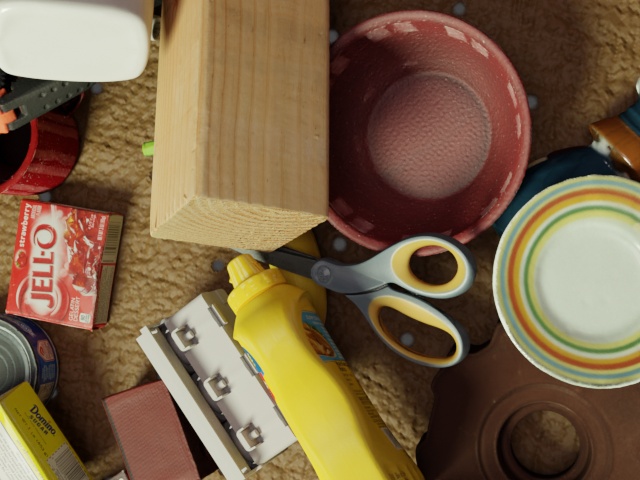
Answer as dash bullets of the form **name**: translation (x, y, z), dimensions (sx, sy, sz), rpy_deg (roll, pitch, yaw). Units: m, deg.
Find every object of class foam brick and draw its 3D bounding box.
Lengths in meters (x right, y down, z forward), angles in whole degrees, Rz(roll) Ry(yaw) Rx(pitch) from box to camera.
- **foam brick**: translation (-0.113, 0.139, 0.770), dimensions (0.051, 0.053, 0.078), rpy_deg (-22, 85, 12)

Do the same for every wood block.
- **wood block**: translation (-0.052, -0.106, 0.697), dimensions (0.090, 0.091, 0.206), rpy_deg (8, 72, -25)

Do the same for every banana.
- **banana**: translation (-0.044, -0.013, 0.765), dimensions (0.070, 0.037, 0.198), rpy_deg (-41, 80, 21)

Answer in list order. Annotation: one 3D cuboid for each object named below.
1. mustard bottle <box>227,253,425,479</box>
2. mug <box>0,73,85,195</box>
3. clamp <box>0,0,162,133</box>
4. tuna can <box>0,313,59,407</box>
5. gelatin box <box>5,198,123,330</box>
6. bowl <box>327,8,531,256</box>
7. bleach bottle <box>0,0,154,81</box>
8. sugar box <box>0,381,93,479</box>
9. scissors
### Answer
- **mustard bottle**: translation (-0.006, 0.090, 0.691), dimensions (0.058, 0.096, 0.192), rpy_deg (-34, 73, 6)
- **mug**: translation (-0.222, -0.082, 0.784), dimensions (0.117, 0.081, 0.093), rpy_deg (-39, 81, 10)
- **clamp**: translation (-0.186, -0.162, 0.755), dimensions (0.165, 0.036, 0.209), rpy_deg (21, 59, 18)
- **tuna can**: translation (-0.245, 0.099, 0.812), dimensions (0.086, 0.033, 0.086), rpy_deg (0, 89, 14)
- **gelatin box**: translation (-0.193, 0.018, 0.802), dimensions (0.073, 0.030, 0.089), rpy_deg (10, 91, 14)
- **bowl**: translation (0.066, -0.071, 0.721), dimensions (0.162, 0.055, 0.162), rpy_deg (1, 94, 21)
- **bleach bottle**: translation (-0.164, -0.221, 0.730), dimensions (0.102, 0.068, 0.251), rpy_deg (2, 55, -12)
- **sugar box**: translation (-0.264, 0.183, 0.789), dimensions (0.176, 0.048, 0.093), rpy_deg (-28, 97, 24)
- **scissors**: translation (0.019, 0.009, 0.709), dimensions (0.202, 0.016, 0.096), rpy_deg (34, 113, 17)
